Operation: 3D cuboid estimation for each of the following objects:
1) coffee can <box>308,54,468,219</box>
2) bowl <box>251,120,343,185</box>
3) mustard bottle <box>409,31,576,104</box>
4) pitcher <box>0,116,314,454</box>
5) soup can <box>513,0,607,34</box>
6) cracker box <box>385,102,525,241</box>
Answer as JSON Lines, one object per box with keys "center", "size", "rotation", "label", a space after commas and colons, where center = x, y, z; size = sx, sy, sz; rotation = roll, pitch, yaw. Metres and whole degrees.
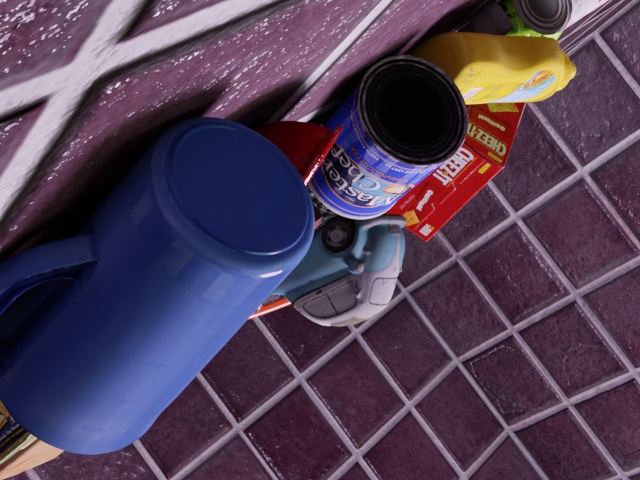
{"center": [0.055, -0.089, 0.956], "size": [0.102, 0.103, 0.140], "rotation": [-36, 177, -26], "label": "coffee can"}
{"center": [-0.050, -0.032, 0.790], "size": [0.162, 0.055, 0.162], "rotation": [-56, 180, 0], "label": "bowl"}
{"center": [0.174, -0.162, 1.013], "size": [0.191, 0.058, 0.096], "rotation": [-6, 166, -36], "label": "mustard bottle"}
{"center": [-0.118, 0.031, 0.674], "size": [0.243, 0.145, 0.149], "rotation": [-44, -175, 42], "label": "pitcher"}
{"center": [0.241, -0.247, 1.023], "size": [0.102, 0.068, 0.069], "rotation": [-35, 177, -30], "label": "soup can"}
{"center": [0.166, -0.127, 1.238], "size": [0.164, 0.072, 0.213], "rotation": [-49, -169, 50], "label": "cracker box"}
